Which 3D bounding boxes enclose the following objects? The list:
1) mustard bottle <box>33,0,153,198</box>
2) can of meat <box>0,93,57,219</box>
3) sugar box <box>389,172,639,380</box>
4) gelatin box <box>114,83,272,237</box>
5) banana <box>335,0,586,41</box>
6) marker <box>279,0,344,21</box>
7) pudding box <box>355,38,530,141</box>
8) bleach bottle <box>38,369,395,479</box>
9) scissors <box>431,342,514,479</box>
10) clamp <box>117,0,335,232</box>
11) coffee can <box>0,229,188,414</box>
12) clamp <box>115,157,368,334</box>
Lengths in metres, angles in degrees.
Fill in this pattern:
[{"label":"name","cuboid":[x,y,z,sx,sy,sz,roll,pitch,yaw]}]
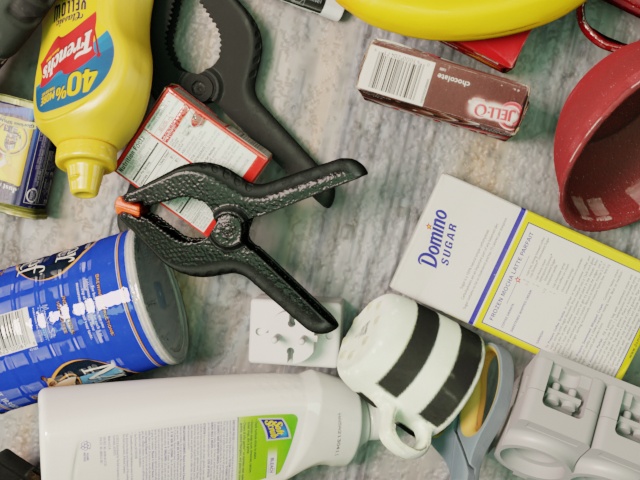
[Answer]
[{"label":"mustard bottle","cuboid":[-0.158,-0.121,0.742,0.096,0.058,0.191,-12,69,33]},{"label":"can of meat","cuboid":[-0.246,-0.068,0.793,0.102,0.057,0.084,14,92,4]},{"label":"sugar box","cuboid":[0.148,0.028,0.763,0.176,0.048,0.093,26,95,8]},{"label":"gelatin box","cuboid":[-0.091,-0.056,0.758,0.089,0.030,0.073,36,103,-3]},{"label":"banana","cuboid":[0.108,-0.164,0.691,0.198,0.037,0.069,-16,81,8]},{"label":"marker","cuboid":[-0.040,-0.184,0.762,0.121,0.020,0.020,16,95,-16]},{"label":"pudding box","cuboid":[0.084,-0.102,0.739,0.113,0.090,0.039,19,93,5]},{"label":"bleach bottle","cuboid":[-0.070,0.144,0.760,0.250,0.068,0.103,-3,117,-14]},{"label":"scissors","cuboid":[0.088,0.166,0.732,0.016,0.096,0.201,26,70,-23]},{"label":"clamp","cuboid":[-0.094,-0.104,0.784,0.164,0.036,0.210,-16,95,6]},{"label":"coffee can","cuboid":[-0.179,0.058,0.769,0.140,0.102,0.103,-17,91,7]},{"label":"clamp","cuboid":[-0.055,0.001,0.730,0.171,0.039,0.120,3,91,10]}]
